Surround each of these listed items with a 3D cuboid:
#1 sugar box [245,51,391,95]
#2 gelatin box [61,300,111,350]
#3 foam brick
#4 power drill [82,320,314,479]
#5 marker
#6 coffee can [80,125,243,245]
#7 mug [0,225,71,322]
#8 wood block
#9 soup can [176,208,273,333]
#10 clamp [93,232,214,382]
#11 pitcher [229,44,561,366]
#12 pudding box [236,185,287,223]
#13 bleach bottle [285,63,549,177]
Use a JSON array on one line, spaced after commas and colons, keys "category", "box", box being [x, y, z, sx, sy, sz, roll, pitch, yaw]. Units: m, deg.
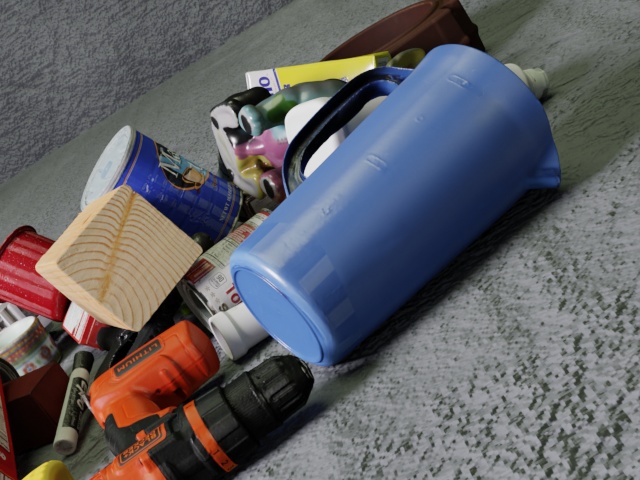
[{"category": "sugar box", "box": [0.001, -0.154, 1.198, 0.176, 0.093, 0.048, -3, 11, 32]}, {"category": "gelatin box", "box": [-0.239, 0.070, 1.124, 0.089, 0.030, 0.073, 18, 88, 63]}, {"category": "foam brick", "box": [-0.260, 0.152, 0.962, 0.078, 0.053, 0.051, -23, 20, 27]}, {"category": "power drill", "box": [-0.099, 0.119, 0.762, 0.184, 0.057, 0.188, -34, 17, -3]}, {"category": "marker", "box": [-0.215, 0.138, 0.934, 0.020, 0.020, 0.121, -28, 31, 15]}, {"category": "coffee can", "box": [-0.168, -0.044, 1.136, 0.103, 0.140, 0.103, -45, 28, 32]}, {"category": "mug", "box": [-0.302, 0.044, 1.185, 0.117, 0.081, 0.093, 72, -140, -71]}, {"category": "wood block", "box": [-0.189, 0.018, 0.967, 0.090, 0.090, 0.206, -52, 13, -14]}, {"category": "soup can", "box": [-0.069, 0.028, 0.939, 0.102, 0.068, 0.069, -39, 18, -18]}, {"category": "clamp", "box": [-0.171, 0.093, 0.980, 0.165, 0.036, 0.210, -42, 18, 25]}, {"category": "pitcher", "box": [0.044, -0.029, 0.791, 0.242, 0.145, 0.149, -43, 15, -21]}, {"category": "pudding box", "box": [-0.046, -0.062, 1.193, 0.113, 0.039, 0.090, -38, 18, -16]}, {"category": "bleach bottle", "box": [0.100, -0.116, 0.955, 0.250, 0.068, 0.103, -16, 7, -22]}]
